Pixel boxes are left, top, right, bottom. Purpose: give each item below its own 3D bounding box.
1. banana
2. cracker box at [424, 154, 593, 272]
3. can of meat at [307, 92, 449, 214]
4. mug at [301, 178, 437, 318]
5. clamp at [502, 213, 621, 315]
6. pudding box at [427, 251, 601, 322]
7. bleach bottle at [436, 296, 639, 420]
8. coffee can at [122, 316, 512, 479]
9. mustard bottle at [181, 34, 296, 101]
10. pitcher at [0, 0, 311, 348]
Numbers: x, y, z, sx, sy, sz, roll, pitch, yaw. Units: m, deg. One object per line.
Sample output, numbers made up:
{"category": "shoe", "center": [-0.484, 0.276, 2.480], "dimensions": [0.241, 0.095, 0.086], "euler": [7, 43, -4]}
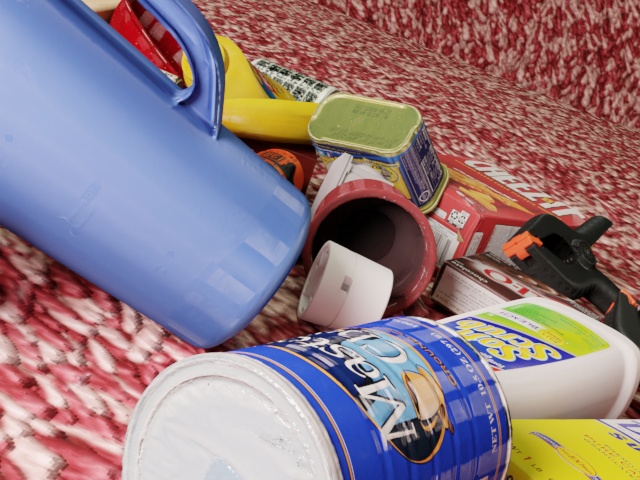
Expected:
{"category": "banana", "center": [-0.026, -0.102, 0.926], "dimensions": [0.070, 0.037, 0.197], "euler": [3, 5, 29]}
{"category": "cracker box", "center": [0.139, -0.027, 1.007], "dimensions": [0.213, 0.072, 0.164], "euler": [3, 25, -47]}
{"category": "can of meat", "center": [0.047, -0.073, 0.891], "dimensions": [0.102, 0.057, 0.084], "euler": [14, -27, 31]}
{"category": "mug", "center": [0.041, 0.010, 0.773], "dimensions": [0.117, 0.093, 0.081], "euler": [50, 8, -10]}
{"category": "clamp", "center": [0.225, 0.027, 0.925], "dimensions": [0.171, 0.039, 0.120], "euler": [2, 54, -44]}
{"category": "pudding box", "center": [0.153, 0.053, 0.833], "dimensions": [0.114, 0.039, 0.089], "euler": [30, 18, 26]}
{"category": "bleach bottle", "center": [0.092, 0.086, 0.626], "dimensions": [0.103, 0.068, 0.250], "euler": [29, 21, 33]}
{"category": "coffee can", "center": [0.004, 0.089, 0.443], "dimensions": [0.103, 0.103, 0.140], "euler": [31, 20, 30]}
{"category": "mustard bottle", "center": [-0.078, -0.142, 0.991], "dimensions": [0.096, 0.058, 0.191], "euler": [51, 8, 21]}
{"category": "pitcher", "center": [-0.119, -0.056, 0.576], "dimensions": [0.242, 0.145, 0.149], "euler": [37, -21, -16]}
